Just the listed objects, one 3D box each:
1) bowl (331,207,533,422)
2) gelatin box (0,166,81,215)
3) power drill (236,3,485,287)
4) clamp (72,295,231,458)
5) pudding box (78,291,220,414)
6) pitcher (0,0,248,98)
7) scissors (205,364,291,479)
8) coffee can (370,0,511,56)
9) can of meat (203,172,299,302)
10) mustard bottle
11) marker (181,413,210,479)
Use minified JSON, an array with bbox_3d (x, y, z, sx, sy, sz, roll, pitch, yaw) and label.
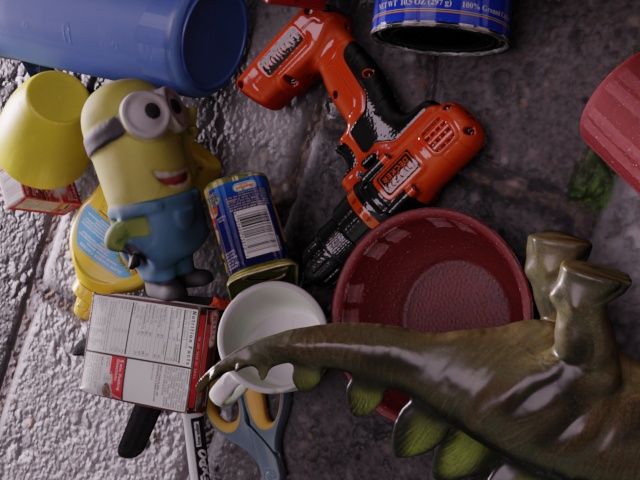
[{"bbox_3d":[0.090,0.058,0.791,0.162,0.055,0.162,-3,85,31],"label":"bowl"},{"bbox_3d":[-0.272,-0.071,1.013,0.030,0.073,0.089,-29,71,27],"label":"gelatin box"},{"bbox_3d":[0.014,-0.080,0.849,0.185,0.057,0.188,-44,68,17],"label":"power drill"},{"bbox_3d":[-0.140,0.112,0.938,0.172,0.039,0.120,-30,77,25],"label":"clamp"},{"bbox_3d":[-0.144,0.093,0.899,0.114,0.039,0.090,7,86,23],"label":"pudding box"},{"bbox_3d":[-0.187,-0.194,0.950,0.243,0.149,0.145,19,81,28],"label":"pitcher"},{"bbox_3d":[-0.055,0.189,0.893,0.096,0.016,0.202,-9,81,32],"label":"scissors"},{"bbox_3d":[0.093,-0.215,0.783,0.103,0.102,0.140,5,89,32],"label":"coffee can"},{"bbox_3d":[-0.056,0.001,0.860,0.057,0.102,0.084,-15,73,-5],"label":"can of meat"},{"bbox_3d":[-0.171,-0.012,0.954,0.096,0.058,0.192,34,104,15],"label":"mustard bottle"},{"bbox_3d":[-0.104,0.195,0.912,0.020,0.020,0.121,-6,91,31],"label":"marker"}]
